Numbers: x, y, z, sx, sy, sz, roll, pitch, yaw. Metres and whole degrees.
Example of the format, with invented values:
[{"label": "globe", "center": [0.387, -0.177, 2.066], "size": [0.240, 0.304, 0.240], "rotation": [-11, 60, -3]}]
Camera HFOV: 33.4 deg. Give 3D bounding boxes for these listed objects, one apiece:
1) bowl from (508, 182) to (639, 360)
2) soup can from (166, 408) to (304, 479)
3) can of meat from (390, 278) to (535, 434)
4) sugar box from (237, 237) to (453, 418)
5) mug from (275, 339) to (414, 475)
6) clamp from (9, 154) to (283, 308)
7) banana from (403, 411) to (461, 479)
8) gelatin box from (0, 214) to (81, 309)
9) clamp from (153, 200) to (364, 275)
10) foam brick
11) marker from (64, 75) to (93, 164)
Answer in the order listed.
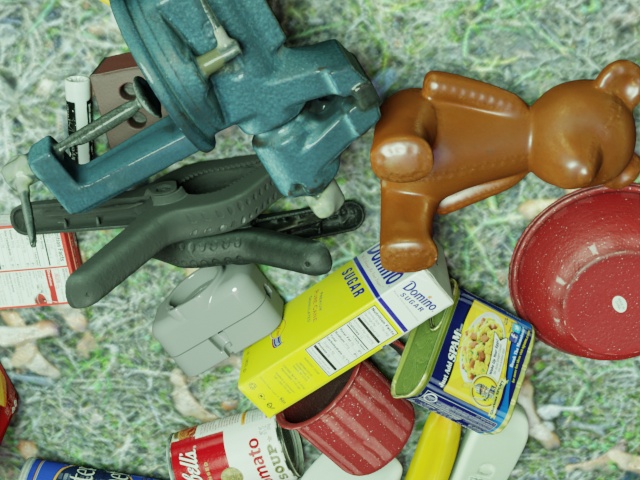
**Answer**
[{"label": "bowl", "center": [0.232, 0.037, 0.841], "size": [0.162, 0.055, 0.162], "rotation": [1, 116, 2]}, {"label": "soup can", "center": [-0.072, 0.184, 0.914], "size": [0.102, 0.068, 0.068], "rotation": [-17, 114, 9]}, {"label": "can of meat", "center": [0.116, 0.094, 0.851], "size": [0.084, 0.058, 0.102], "rotation": [27, 71, -14]}, {"label": "sugar box", "center": [0.018, 0.060, 0.837], "size": [0.176, 0.093, 0.048], "rotation": [-37, 110, 16]}, {"label": "mug", "center": [0.031, 0.130, 0.880], "size": [0.081, 0.093, 0.117], "rotation": [44, 80, -23]}, {"label": "clamp", "center": [-0.121, -0.024, 0.790], "size": [0.209, 0.165, 0.036], "rotation": [-25, 121, -27]}, {"label": "banana", "center": [0.087, 0.218, 0.926], "size": [0.037, 0.069, 0.198], "rotation": [22, 106, 10]}, {"label": "gelatin box", "center": [-0.239, 0.016, 0.857], "size": [0.089, 0.030, 0.073], "rotation": [-5, 114, 4]}, {"label": "clamp", "center": [-0.055, 0.001, 0.800], "size": [0.171, 0.120, 0.039], "rotation": [-6, 102, 8]}, {"label": "foam brick", "center": [-0.131, -0.097, 0.787], "size": [0.053, 0.051, 0.078], "rotation": [-10, 115, 6]}, {"label": "marker", "center": [-0.184, -0.066, 0.821], "size": [0.020, 0.020, 0.121], "rotation": [3, 116, 0]}]
